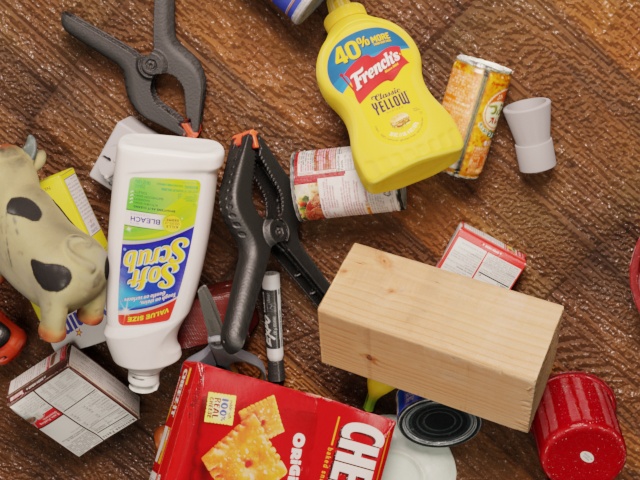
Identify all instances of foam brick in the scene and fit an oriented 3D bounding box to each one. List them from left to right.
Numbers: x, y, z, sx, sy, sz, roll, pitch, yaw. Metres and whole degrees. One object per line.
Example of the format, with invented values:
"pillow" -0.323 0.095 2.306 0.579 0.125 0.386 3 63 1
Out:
"foam brick" -0.108 0.074 1.084 0.078 0.053 0.051 -13 103 11

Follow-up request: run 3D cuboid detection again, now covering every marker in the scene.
"marker" -0.048 0.091 1.096 0.020 0.020 0.121 0 106 9

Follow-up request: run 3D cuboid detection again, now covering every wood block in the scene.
"wood block" 0.110 0.089 0.993 0.206 0.090 0.091 17 142 18

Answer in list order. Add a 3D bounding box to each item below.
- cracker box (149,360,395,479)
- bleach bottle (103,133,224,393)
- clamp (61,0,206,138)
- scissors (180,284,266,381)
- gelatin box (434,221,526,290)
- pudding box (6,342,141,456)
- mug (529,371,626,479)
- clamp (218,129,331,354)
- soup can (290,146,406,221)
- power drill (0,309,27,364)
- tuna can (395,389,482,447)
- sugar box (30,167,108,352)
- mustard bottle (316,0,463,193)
"cracker box" -0.050 0.223 1.035 0.213 0.072 0.164 19 79 -16
"bleach bottle" -0.153 0.028 1.019 0.102 0.068 0.251 5 109 -6
"clamp" -0.172 -0.173 1.032 0.120 0.039 0.171 -16 102 15
"scissors" -0.116 0.103 1.046 0.096 0.016 0.201 -14 144 14
"gelatin box" 0.148 0.037 1.043 0.073 0.030 0.089 28 110 0
"pudding box" -0.258 0.169 1.121 0.090 0.039 0.113 -33 127 15
"mug" 0.245 0.197 1.038 0.093 0.081 0.117 16 116 -5
"clamp" -0.057 0.001 1.018 0.036 0.164 0.210 -13 96 40
"soup can" 0.027 -0.057 1.017 0.102 0.068 0.068 -6 104 10
"power drill" -0.378 0.047 1.058 0.184 0.188 0.057 37 77 0
"tuna can" 0.118 0.170 1.064 0.086 0.033 0.086 2 134 2
"sugar box" -0.263 0.024 1.099 0.093 0.048 0.176 -20 100 14
"mustard bottle" 0.050 -0.143 0.970 0.096 0.058 0.192 -22 73 -4
